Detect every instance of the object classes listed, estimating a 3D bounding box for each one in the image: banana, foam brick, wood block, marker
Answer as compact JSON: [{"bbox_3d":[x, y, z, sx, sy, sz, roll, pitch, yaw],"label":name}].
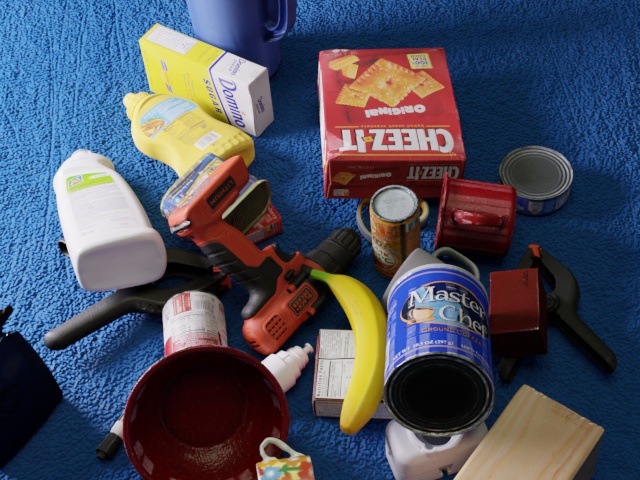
[{"bbox_3d":[0.039,0.107,1.091,0.069,0.037,0.198,-14,51,3],"label":"banana"},{"bbox_3d":[0.205,0.075,1.103,0.053,0.051,0.078,-6,52,20],"label":"foam brick"},{"bbox_3d":[0.168,0.248,0.983,0.090,0.091,0.205,29,59,25],"label":"wood block"},{"bbox_3d":[-0.194,0.179,1.112,0.020,0.020,0.121,21,56,20],"label":"marker"}]

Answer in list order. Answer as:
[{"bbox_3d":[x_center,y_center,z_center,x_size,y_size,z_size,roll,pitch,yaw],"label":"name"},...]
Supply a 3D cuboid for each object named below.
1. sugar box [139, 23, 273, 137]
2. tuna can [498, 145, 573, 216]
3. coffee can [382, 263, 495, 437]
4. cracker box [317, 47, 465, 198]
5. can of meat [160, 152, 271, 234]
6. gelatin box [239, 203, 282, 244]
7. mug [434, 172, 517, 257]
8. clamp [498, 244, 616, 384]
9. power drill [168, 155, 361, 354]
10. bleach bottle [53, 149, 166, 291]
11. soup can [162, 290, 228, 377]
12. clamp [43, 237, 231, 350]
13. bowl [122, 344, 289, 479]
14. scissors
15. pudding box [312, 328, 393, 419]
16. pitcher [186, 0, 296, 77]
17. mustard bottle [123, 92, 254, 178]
[{"bbox_3d":[-0.146,-0.205,1.370,0.176,0.093,0.048,27,58,24],"label":"sugar box"},{"bbox_3d":[0.254,-0.070,1.268,0.086,0.034,0.086,-2,51,3],"label":"tuna can"},{"bbox_3d":[0.113,0.103,1.026,0.103,0.103,0.140,1,34,5],"label":"coffee can"},{"bbox_3d":[0.082,-0.148,1.306,0.164,0.072,0.213,-1,46,-2],"label":"cracker box"},{"bbox_3d":[-0.121,-0.043,1.221,0.084,0.057,0.102,30,62,23],"label":"can of meat"},{"bbox_3d":[-0.097,-0.033,1.267,0.073,0.030,0.089,-25,54,-15],"label":"gelatin box"},{"bbox_3d":[0.174,-0.026,1.192,0.081,0.117,0.093,8,91,4],"label":"mug"},{"bbox_3d":[0.253,0.079,1.145,0.120,0.039,0.171,3,56,7],"label":"clamp"},{"bbox_3d":[-0.058,0.001,1.157,0.187,0.057,0.184,49,60,-12],"label":"power drill"},{"bbox_3d":[-0.252,-0.039,1.240,0.102,0.068,0.251,-11,35,-14],"label":"bleach bottle"},{"bbox_3d":[-0.132,0.111,1.130,0.068,0.068,0.102,-8,51,-3],"label":"soup can"},{"bbox_3d":[-0.207,0.057,1.196,0.210,0.036,0.164,0,45,4],"label":"clamp"},{"bbox_3d":[-0.114,0.174,1.053,0.162,0.162,0.055,-14,13,-7],"label":"bowl"},{"bbox_3d":[0.076,-0.076,1.299,0.096,0.016,0.202,-5,51,-1],"label":"scissors"},{"bbox_3d":[0.050,0.139,1.113,0.113,0.039,0.090,0,51,7],"label":"pudding box"},{"bbox_3d":[-0.104,-0.310,1.354,0.145,0.243,0.149,-7,51,-2],"label":"pitcher"},{"bbox_3d":[-0.180,-0.135,1.338,0.192,0.058,0.096,35,60,27],"label":"mustard bottle"}]
